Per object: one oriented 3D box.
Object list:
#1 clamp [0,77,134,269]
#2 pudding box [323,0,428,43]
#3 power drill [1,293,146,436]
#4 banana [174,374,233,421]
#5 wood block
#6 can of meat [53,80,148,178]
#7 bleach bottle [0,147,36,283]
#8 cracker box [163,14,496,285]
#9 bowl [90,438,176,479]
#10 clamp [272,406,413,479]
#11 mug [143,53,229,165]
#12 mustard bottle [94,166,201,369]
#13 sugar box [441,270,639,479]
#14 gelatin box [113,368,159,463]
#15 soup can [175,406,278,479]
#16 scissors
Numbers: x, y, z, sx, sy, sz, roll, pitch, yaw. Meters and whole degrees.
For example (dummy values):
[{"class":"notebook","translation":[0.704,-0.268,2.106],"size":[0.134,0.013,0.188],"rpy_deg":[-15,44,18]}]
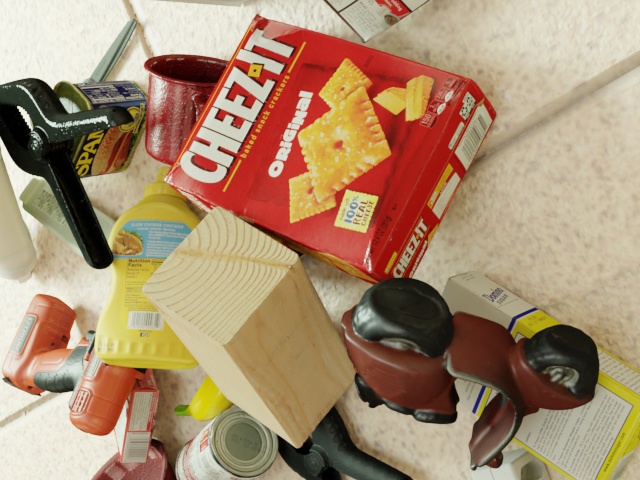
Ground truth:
[{"class":"clamp","translation":[-0.241,-0.095,0.973],"size":[0.210,0.036,0.165],"rpy_deg":[44,131,26]},{"class":"pudding box","translation":[0.048,-0.212,0.794],"size":[0.114,0.039,0.090],"rpy_deg":[-32,124,25]},{"class":"power drill","translation":[-0.238,0.097,1.083],"size":[0.188,0.057,0.184],"rpy_deg":[1,63,48]},{"class":"banana","translation":[-0.086,0.092,0.989],"size":[0.070,0.037,0.198],"rpy_deg":[28,104,27]},{"class":"wood block","translation":[-0.049,0.076,0.866],"size":[0.091,0.090,0.206],"rpy_deg":[31,161,30]},{"class":"can of meat","translation":[-0.222,-0.107,1.040],"size":[0.057,0.083,0.102],"rpy_deg":[45,123,22]},{"class":"bleach bottle","translation":[-0.336,-0.030,1.092],"size":[0.103,0.068,0.251],"rpy_deg":[57,163,32]},{"class":"cracker box","translation":[0.003,-0.072,0.835],"size":[0.214,0.072,0.164],"rpy_deg":[24,81,32]},{"class":"bowl","translation":[-0.195,0.284,1.086],"size":[0.162,0.162,0.055],"rpy_deg":[-24,124,39]},{"class":"clamp","translation":[0.005,0.206,0.959],"size":[0.172,0.039,0.120],"rpy_deg":[44,118,30]},{"class":"mug","translation":[-0.110,-0.109,0.941],"size":[0.117,0.093,0.081],"rpy_deg":[-123,37,-59]},{"class":"mustard bottle","translation":[-0.153,0.022,1.003],"size":[0.096,0.058,0.191],"rpy_deg":[2,73,4]},{"class":"sugar box","translation":[0.161,0.105,0.812],"size":[0.176,0.048,0.093],"rpy_deg":[35,120,31]},{"class":"gelatin box","translation":[-0.188,0.170,1.086],"size":[0.073,0.030,0.089],"rpy_deg":[-127,46,-61]},{"class":"soup can","translation":[-0.088,0.200,0.992],"size":[0.068,0.068,0.102],"rpy_deg":[60,146,12]},{"class":"scissors","translation":[-0.249,-0.160,1.093],"size":[0.096,0.016,0.202],"rpy_deg":[41,121,24]}]
